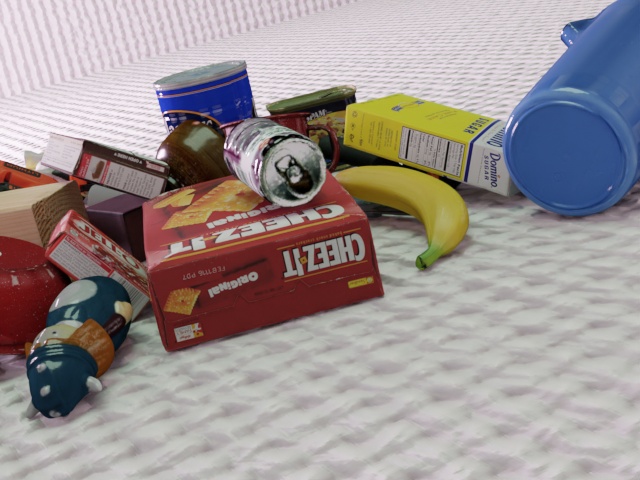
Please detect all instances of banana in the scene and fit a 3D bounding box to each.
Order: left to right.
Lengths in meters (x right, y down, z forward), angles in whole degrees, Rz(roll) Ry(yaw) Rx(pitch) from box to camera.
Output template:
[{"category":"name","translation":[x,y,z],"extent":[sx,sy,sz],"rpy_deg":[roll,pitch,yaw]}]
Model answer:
[{"category":"banana","translation":[0.073,-0.032,0.884],"extent":[0.069,0.037,0.198],"rpy_deg":[-12,23,-15]}]

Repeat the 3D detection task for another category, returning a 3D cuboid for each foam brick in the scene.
[{"category":"foam brick","translation":[-0.184,-0.012,1.029],"extent":[0.052,0.051,0.078],"rpy_deg":[-25,20,-38]}]

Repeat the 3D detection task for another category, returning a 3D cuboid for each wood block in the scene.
[{"category":"wood block","translation":[-0.322,0.011,0.988],"extent":[0.206,0.091,0.090],"rpy_deg":[-8,17,18]}]

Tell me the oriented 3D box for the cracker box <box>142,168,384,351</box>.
[{"category":"cracker box","translation":[-0.056,0.001,0.848],"extent":[0.164,0.072,0.214],"rpy_deg":[-15,17,-6]}]

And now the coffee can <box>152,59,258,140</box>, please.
[{"category":"coffee can","translation":[-0.114,-0.114,1.153],"extent":[0.103,0.140,0.103],"rpy_deg":[-12,16,3]}]

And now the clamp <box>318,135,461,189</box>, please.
[{"category":"clamp","translation":[0.079,-0.077,1.055],"extent":[0.164,0.036,0.210],"rpy_deg":[-4,19,2]}]

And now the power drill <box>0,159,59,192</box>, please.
[{"category":"power drill","translation":[-0.342,-0.046,1.129],"extent":[0.184,0.057,0.188],"rpy_deg":[22,6,-17]}]

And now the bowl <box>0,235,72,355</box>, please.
[{"category":"bowl","translation":[-0.259,0.034,0.830],"extent":[0.162,0.055,0.162],"rpy_deg":[10,15,-3]}]

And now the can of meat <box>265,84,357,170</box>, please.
[{"category":"can of meat","translation":[-0.002,-0.120,1.187],"extent":[0.102,0.084,0.057],"rpy_deg":[-14,16,-4]}]

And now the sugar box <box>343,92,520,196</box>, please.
[{"category":"sugar box","translation":[0.118,-0.091,0.971],"extent":[0.176,0.048,0.093],"rpy_deg":[18,25,33]}]

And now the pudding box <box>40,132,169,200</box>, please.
[{"category":"pudding box","translation":[-0.202,-0.069,0.999],"extent":[0.089,0.039,0.114],"rpy_deg":[16,-1,-30]}]

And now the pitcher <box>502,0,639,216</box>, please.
[{"category":"pitcher","translation":[0.255,-0.110,0.898],"extent":[0.149,0.145,0.242],"rpy_deg":[-12,18,38]}]

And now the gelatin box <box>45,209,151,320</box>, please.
[{"category":"gelatin box","translation":[-0.176,0.018,0.858],"extent":[0.030,0.089,0.073],"rpy_deg":[-48,15,5]}]

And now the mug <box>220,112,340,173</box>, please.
[{"category":"mug","translation":[-0.038,-0.083,1.072],"extent":[0.117,0.081,0.093],"rpy_deg":[-8,3,7]}]
